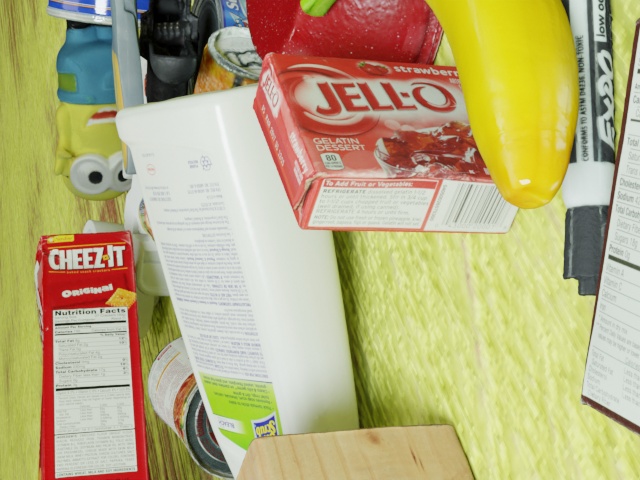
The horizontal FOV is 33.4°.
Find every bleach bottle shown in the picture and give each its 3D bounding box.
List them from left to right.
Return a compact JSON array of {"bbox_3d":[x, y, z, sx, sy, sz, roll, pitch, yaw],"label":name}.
[{"bbox_3d":[-0.029,0.052,0.520,0.103,0.067,0.251,2,105,52],"label":"bleach bottle"}]

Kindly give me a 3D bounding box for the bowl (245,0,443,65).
[{"bbox_3d":[0.003,-0.129,0.511,0.162,0.055,0.162,-179,90,-68],"label":"bowl"}]

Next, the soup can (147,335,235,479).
[{"bbox_3d":[-0.062,0.096,0.642,0.102,0.068,0.068,-165,77,-68],"label":"soup can"}]

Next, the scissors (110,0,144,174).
[{"bbox_3d":[-0.113,-0.139,0.608,0.096,0.016,0.202,-154,60,-75],"label":"scissors"}]

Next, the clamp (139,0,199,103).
[{"bbox_3d":[-0.091,-0.135,0.644,0.172,0.039,0.120,153,124,-76],"label":"clamp"}]

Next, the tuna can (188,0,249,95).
[{"bbox_3d":[-0.063,-0.124,0.705,0.086,0.033,0.086,-179,90,-68],"label":"tuna can"}]

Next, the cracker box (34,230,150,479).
[{"bbox_3d":[-0.159,0.126,0.734,0.164,0.072,0.214,106,158,-52],"label":"cracker box"}]

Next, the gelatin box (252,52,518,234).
[{"bbox_3d":[0.025,-0.038,0.404,0.073,0.089,0.030,-110,30,-43],"label":"gelatin box"}]
